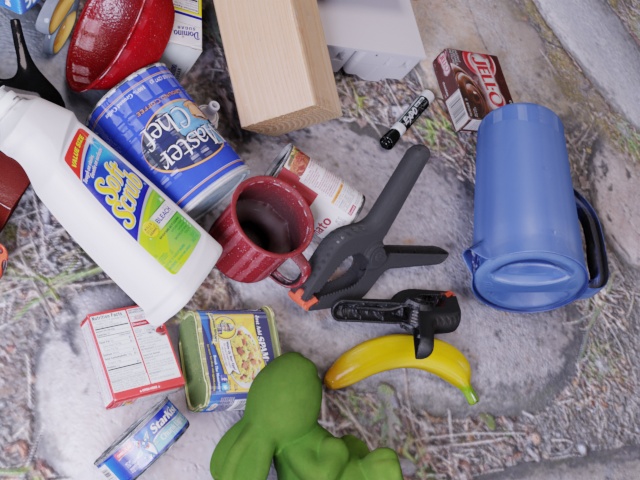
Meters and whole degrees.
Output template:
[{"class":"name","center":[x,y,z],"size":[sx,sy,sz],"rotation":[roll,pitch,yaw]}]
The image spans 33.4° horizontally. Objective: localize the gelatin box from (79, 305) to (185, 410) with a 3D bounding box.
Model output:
[{"class":"gelatin box","center":[-0.177,0.106,0.999],"size":[0.073,0.030,0.089],"rotation":[-10,69,-34]}]

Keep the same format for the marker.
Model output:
[{"class":"marker","center":[0.107,-0.149,1.320],"size":[0.020,0.020,0.121],"rotation":[43,50,-4]}]

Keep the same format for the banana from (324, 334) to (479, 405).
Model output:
[{"class":"banana","center":[0.091,0.132,1.143],"size":[0.197,0.037,0.069],"rotation":[10,58,-27]}]

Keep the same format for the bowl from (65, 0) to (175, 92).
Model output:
[{"class":"bowl","center":[-0.196,-0.215,1.088],"size":[0.055,0.162,0.162],"rotation":[23,54,-34]}]

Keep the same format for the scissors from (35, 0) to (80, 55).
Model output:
[{"class":"scissors","center":[-0.250,-0.272,1.125],"size":[0.016,0.096,0.201],"rotation":[24,50,-2]}]

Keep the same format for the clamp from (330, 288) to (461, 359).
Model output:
[{"class":"clamp","center":[0.106,0.085,1.139],"size":[0.171,0.039,0.120],"rotation":[-9,34,-46]}]

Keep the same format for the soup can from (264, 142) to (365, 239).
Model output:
[{"class":"soup can","center":[-0.010,-0.050,1.163],"size":[0.102,0.069,0.068],"rotation":[34,52,-12]}]

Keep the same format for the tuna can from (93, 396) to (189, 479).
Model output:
[{"class":"tuna can","center":[-0.156,0.178,0.936],"size":[0.034,0.086,0.086],"rotation":[48,50,-2]}]

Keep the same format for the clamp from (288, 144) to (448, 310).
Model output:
[{"class":"clamp","center":[0.053,0.000,1.142],"size":[0.209,0.164,0.036],"rotation":[-30,40,-26]}]

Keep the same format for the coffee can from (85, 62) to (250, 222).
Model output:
[{"class":"coffee can","center":[-0.153,-0.093,1.076],"size":[0.140,0.103,0.102],"rotation":[51,50,3]}]

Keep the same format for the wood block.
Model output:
[{"class":"wood block","center":[-0.052,-0.228,1.175],"size":[0.090,0.091,0.206],"rotation":[3,73,-68]}]

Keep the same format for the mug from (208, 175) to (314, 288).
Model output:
[{"class":"mug","center":[-0.057,0.001,1.096],"size":[0.117,0.082,0.093],"rotation":[46,51,-1]}]

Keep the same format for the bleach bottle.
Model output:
[{"class":"bleach bottle","center":[-0.210,-0.041,0.982],"size":[0.250,0.068,0.102],"rotation":[44,41,-12]}]

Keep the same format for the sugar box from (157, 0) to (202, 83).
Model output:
[{"class":"sugar box","center":[-0.165,-0.257,1.167],"size":[0.048,0.093,0.176],"rotation":[8,61,-28]}]

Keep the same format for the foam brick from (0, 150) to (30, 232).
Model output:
[{"class":"foam brick","center":[-0.313,-0.054,0.989],"size":[0.078,0.053,0.051],"rotation":[33,52,-12]}]

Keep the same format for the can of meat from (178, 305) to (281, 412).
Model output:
[{"class":"can of meat","center":[-0.087,0.115,1.032],"size":[0.083,0.058,0.102],"rotation":[1,64,-29]}]

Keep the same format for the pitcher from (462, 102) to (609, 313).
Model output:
[{"class":"pitcher","center":[0.255,-0.041,1.284],"size":[0.149,0.145,0.242],"rotation":[52,34,-47]}]

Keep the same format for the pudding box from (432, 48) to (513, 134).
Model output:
[{"class":"pudding box","center":[0.203,-0.192,1.390],"size":[0.089,0.039,0.113],"rotation":[1,64,-32]}]
